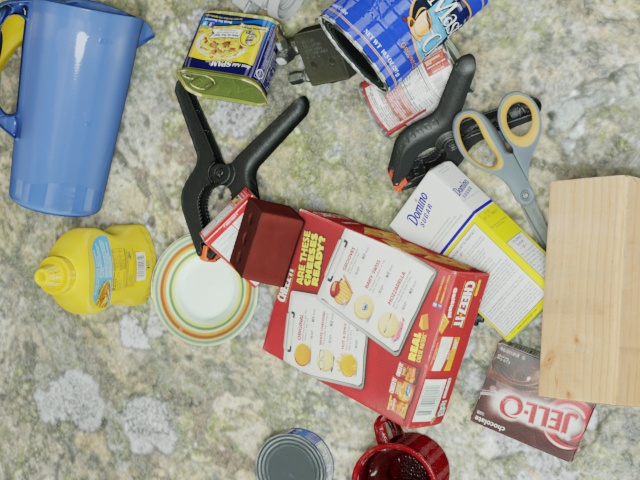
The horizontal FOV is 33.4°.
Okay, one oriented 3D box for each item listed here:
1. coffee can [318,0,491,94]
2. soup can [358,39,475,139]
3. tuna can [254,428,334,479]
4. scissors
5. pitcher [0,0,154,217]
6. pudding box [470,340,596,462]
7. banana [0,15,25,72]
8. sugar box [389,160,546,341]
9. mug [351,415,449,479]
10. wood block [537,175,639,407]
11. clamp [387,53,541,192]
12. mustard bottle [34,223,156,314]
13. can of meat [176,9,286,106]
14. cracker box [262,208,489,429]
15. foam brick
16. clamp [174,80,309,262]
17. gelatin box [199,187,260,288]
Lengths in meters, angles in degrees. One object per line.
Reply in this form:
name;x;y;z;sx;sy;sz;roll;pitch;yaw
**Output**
coffee can;0.083;-0.227;1.044;0.140;0.103;0.103;-42;78;-1
soup can;0.100;-0.158;1.105;0.102;0.068;0.068;-28;83;20
tuna can;-0.029;0.255;1.199;0.086;0.033;0.086;1;94;21
scissors;0.213;-0.065;1.064;0.096;0.016;0.201;-44;106;5
pitcher;-0.297;-0.156;1.221;0.149;0.144;0.243;15;102;15
pudding box;0.222;0.163;1.094;0.114;0.039;0.090;21;101;18
banana;-0.377;-0.234;1.300;0.198;0.037;0.069;-34;81;20
sugar box;0.161;0.010;1.089;0.176;0.048;0.093;48;135;14
mug;0.085;0.240;1.129;0.093;0.081;0.117;-23;85;21
wood block;0.272;0.049;1.001;0.090;0.090;0.206;-2;82;53
clamp;0.127;-0.116;1.081;0.172;0.120;0.039;-37;40;20
mustard bottle;-0.253;0.033;1.186;0.058;0.191;0.096;2;94;21
can of meat;-0.095;-0.201;1.169;0.102;0.057;0.084;11;71;19
cracker box;0.052;0.075;1.102;0.214;0.071;0.164;23;102;41
foam brick;-0.057;0.001;1.129;0.051;0.053;0.078;11;106;-25
clamp;-0.097;-0.078;1.197;0.165;0.036;0.210;5;88;21
gelatin box;-0.076;-0.002;1.170;0.073;0.030;0.089;-44;120;1
